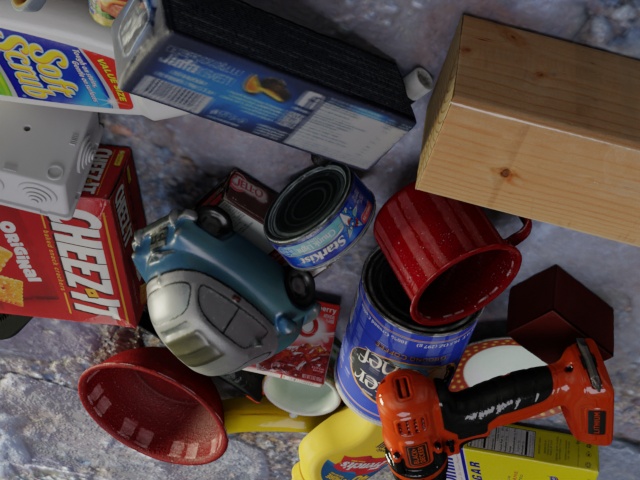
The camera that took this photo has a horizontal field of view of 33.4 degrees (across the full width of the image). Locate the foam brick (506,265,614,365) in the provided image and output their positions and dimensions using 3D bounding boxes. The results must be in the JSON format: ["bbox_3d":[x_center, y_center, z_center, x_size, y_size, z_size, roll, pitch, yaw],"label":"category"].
[{"bbox_3d":[0.201,0.068,0.894,0.078,0.051,0.053,36,135,-24],"label":"foam brick"}]

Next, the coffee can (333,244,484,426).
[{"bbox_3d":[0.072,0.078,0.899,0.103,0.102,0.140,13,139,0],"label":"coffee can"}]

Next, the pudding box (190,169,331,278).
[{"bbox_3d":[-0.056,0.001,0.895,0.113,0.039,0.090,34,136,-20],"label":"pudding box"}]

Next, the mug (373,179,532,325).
[{"bbox_3d":[0.102,-0.001,0.807,0.117,0.081,0.093,-29,148,1],"label":"mug"}]

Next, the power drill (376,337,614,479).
[{"bbox_3d":[0.144,0.154,0.881,0.187,0.057,0.184,-15,141,1],"label":"power drill"}]

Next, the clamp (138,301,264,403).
[{"bbox_3d":[-0.105,0.105,0.993,0.171,0.039,0.120,34,176,-27],"label":"clamp"}]

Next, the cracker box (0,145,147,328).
[{"bbox_3d":[-0.261,-0.007,0.911,0.214,0.072,0.164,6,138,7],"label":"cracker box"}]

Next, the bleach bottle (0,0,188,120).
[{"bbox_3d":[-0.178,-0.139,0.752,0.251,0.068,0.103,9,139,1],"label":"bleach bottle"}]

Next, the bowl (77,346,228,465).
[{"bbox_3d":[-0.158,0.156,1.071,0.162,0.055,0.162,13,138,12],"label":"bowl"}]

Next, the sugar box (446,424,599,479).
[{"bbox_3d":[0.184,0.225,1.077,0.176,0.048,0.093,6,138,6],"label":"sugar box"}]

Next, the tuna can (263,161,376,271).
[{"bbox_3d":[-0.002,-0.020,0.821,0.086,0.086,0.033,-20,128,32],"label":"tuna can"}]

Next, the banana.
[{"bbox_3d":[-0.046,0.182,1.099,0.198,0.037,0.069,-5,158,22],"label":"banana"}]

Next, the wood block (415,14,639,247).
[{"bbox_3d":[0.179,-0.067,0.720,0.206,0.090,0.091,14,140,-2],"label":"wood block"}]

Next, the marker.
[{"bbox_3d":[0.034,-0.088,0.786,0.020,0.020,0.121,35,134,-24],"label":"marker"}]

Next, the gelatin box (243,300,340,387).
[{"bbox_3d":[-0.033,0.085,0.953,0.089,0.073,0.030,13,168,-1],"label":"gelatin box"}]

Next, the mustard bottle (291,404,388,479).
[{"bbox_3d":[0.036,0.195,1.031,0.096,0.058,0.192,20,128,-44],"label":"mustard bottle"}]
